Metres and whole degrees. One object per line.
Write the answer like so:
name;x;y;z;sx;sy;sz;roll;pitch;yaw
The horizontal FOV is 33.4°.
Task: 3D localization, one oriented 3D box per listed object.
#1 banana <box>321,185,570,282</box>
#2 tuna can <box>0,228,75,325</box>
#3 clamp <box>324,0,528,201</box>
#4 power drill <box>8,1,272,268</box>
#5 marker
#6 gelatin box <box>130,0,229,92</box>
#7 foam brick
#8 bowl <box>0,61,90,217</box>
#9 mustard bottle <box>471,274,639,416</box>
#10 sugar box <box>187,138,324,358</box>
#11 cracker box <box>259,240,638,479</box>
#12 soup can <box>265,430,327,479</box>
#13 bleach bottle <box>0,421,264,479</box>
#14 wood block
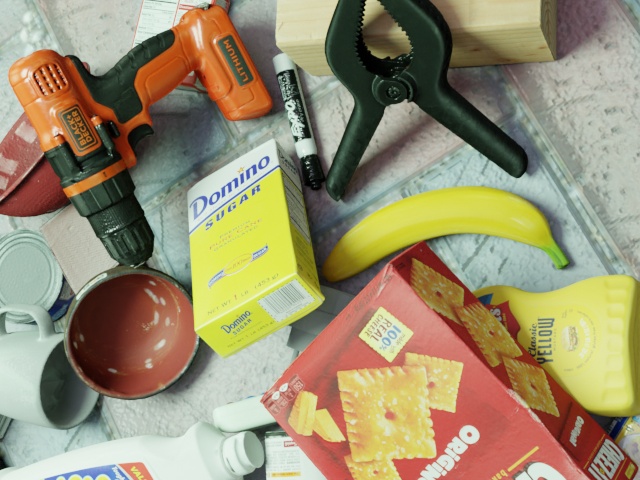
banana;0.093;-0.007;0.840;0.198;0.037;0.069;-4;81;19
tuna can;-0.261;0.034;0.963;0.086;0.033;0.086;-3;81;19
clamp;0.050;-0.115;0.809;0.165;0.210;0.036;-13;36;22
power drill;-0.132;-0.095;0.863;0.187;0.057;0.184;-34;105;-27
marker;-0.018;-0.100;0.902;0.020;0.020;0.121;-18;77;16
gelatin box;-0.127;-0.181;0.948;0.073;0.030;0.089;12;86;22
foam brick;-0.198;0.008;0.934;0.051;0.053;0.078;-36;73;12
bowl;-0.234;-0.076;0.933;0.162;0.055;0.162;-37;30;26
mustard bottle;0.143;0.080;0.784;0.192;0.058;0.096;-7;71;36
sugar box;-0.056;0.001;0.840;0.093;0.048;0.176;-30;40;13
cracker box;0.082;0.134;0.743;0.214;0.072;0.164;48;122;9
soup can;-0.008;0.199;0.831;0.069;0.068;0.102;-7;80;19
bleach bottle;-0.158;0.200;0.867;0.251;0.068;0.102;-25;79;24
wood block;0.077;-0.190;0.844;0.206;0.090;0.091;0;81;20
